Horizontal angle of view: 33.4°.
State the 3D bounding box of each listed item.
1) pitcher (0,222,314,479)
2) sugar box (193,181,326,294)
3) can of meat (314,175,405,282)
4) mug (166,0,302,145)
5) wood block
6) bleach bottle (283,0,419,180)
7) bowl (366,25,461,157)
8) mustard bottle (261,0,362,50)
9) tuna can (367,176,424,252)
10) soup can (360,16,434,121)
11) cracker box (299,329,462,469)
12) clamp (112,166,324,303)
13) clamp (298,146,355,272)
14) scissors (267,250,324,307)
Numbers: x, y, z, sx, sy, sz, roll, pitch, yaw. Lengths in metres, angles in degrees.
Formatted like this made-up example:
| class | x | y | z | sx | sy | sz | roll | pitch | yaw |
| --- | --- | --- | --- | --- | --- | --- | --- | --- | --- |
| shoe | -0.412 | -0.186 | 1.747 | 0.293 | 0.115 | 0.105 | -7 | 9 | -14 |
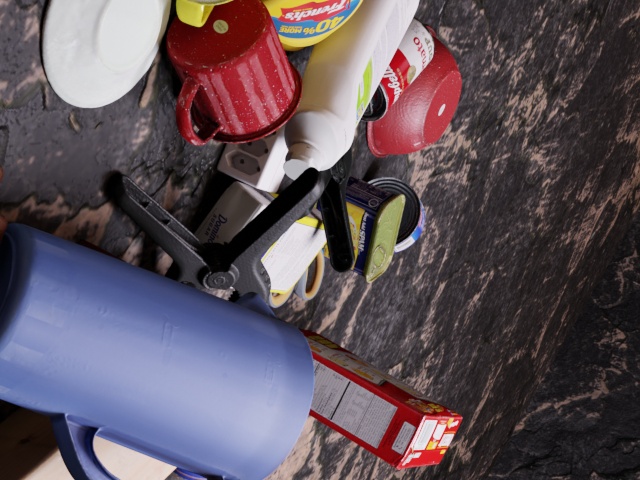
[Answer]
| class | x | y | z | sx | sy | sz | roll | pitch | yaw |
| --- | --- | --- | --- | --- | --- | --- | --- | --- | --- |
| pitcher | -0.132 | 0.090 | 0.736 | 0.242 | 0.149 | 0.145 | 27 | 104 | -37 |
| sugar box | -0.057 | 0.001 | 1.016 | 0.093 | 0.048 | 0.176 | -53 | 156 | 9 |
| can of meat | 0.037 | -0.017 | 1.167 | 0.057 | 0.084 | 0.102 | -36 | 144 | -49 |
| mug | -0.074 | -0.126 | 0.810 | 0.117 | 0.093 | 0.081 | -56 | 151 | -21 |
| wood block | -0.181 | 0.161 | 0.838 | 0.205 | 0.091 | 0.090 | -41 | 121 | -44 |
| bleach bottle | 0.023 | -0.158 | 0.943 | 0.102 | 0.068 | 0.250 | 83 | 25 | -53 |
| bowl | 0.117 | -0.162 | 1.232 | 0.161 | 0.055 | 0.162 | -47 | 152 | -35 |
| mustard bottle | -0.008 | -0.206 | 0.853 | 0.096 | 0.058 | 0.192 | -12 | 165 | -19 |
| tuna can | 0.078 | -0.029 | 1.244 | 0.086 | 0.086 | 0.033 | -62 | 159 | -6 |
| soup can | 0.063 | -0.177 | 1.082 | 0.102 | 0.069 | 0.068 | -50 | 153 | -33 |
| cracker box | 0.035 | 0.174 | 1.192 | 0.072 | 0.214 | 0.164 | -64 | 157 | 2 |
| clamp | -0.096 | 0.017 | 0.890 | 0.036 | 0.164 | 0.210 | -101 | -160 | -44 |
| clamp | 0.000 | -0.065 | 1.015 | 0.120 | 0.039 | 0.171 | 44 | 39 | -62 |
| scissors | -0.030 | -0.011 | 1.118 | 0.096 | 0.016 | 0.202 | -36 | 137 | -34 |
